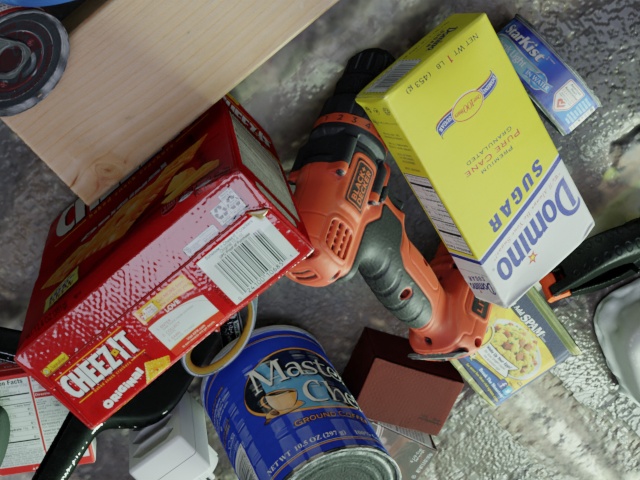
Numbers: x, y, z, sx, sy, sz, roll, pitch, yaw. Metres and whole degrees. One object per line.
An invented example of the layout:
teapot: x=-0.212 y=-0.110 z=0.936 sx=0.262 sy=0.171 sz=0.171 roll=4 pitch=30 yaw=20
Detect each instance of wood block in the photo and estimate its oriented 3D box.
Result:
wood block: x=-0.099 y=-0.130 z=0.680 sx=0.206 sy=0.090 sz=0.090 roll=-39 pitch=114 yaw=8

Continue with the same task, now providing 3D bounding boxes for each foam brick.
foam brick: x=0.062 y=0.110 z=0.831 sx=0.078 sy=0.051 sz=0.053 roll=18 pitch=109 yaw=-16

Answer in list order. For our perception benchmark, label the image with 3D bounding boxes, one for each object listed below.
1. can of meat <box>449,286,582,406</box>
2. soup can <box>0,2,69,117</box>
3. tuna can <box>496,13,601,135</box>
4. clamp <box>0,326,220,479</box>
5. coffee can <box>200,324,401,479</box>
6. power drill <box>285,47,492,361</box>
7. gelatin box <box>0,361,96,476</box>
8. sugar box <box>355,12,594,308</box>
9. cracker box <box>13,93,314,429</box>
can of meat: x=0.138 y=0.069 z=0.825 sx=0.084 sy=0.057 sz=0.102 roll=-37 pitch=114 yaw=9
soup can: x=-0.201 y=-0.127 z=0.613 sx=0.068 sy=0.102 sz=0.068 roll=-36 pitch=152 yaw=-24
tuna can: x=0.151 y=-0.113 z=0.733 sx=0.034 sy=0.086 sz=0.086 roll=-43 pitch=113 yaw=11
clamp: x=-0.170 y=0.090 z=0.752 sx=0.209 sy=0.036 sz=0.164 roll=-30 pitch=92 yaw=-29
coffee can: x=-0.017 y=0.142 z=0.770 sx=0.102 sy=0.140 sz=0.103 roll=-13 pitch=126 yaw=-18
power drill: x=0.055 y=-0.017 z=0.742 sx=0.187 sy=0.057 sz=0.184 roll=42 pitch=56 yaw=-34
gelatin box: x=-0.213 y=0.129 z=0.804 sx=0.073 sy=0.030 sz=0.089 roll=-8 pitch=114 yaw=-5
sugar box: x=0.106 y=-0.051 z=0.704 sx=0.093 sy=0.048 sz=0.176 roll=-41 pitch=112 yaw=-14
cracker box: x=-0.100 y=-0.004 z=0.665 sx=0.164 sy=0.214 sz=0.072 roll=-39 pitch=112 yaw=7
